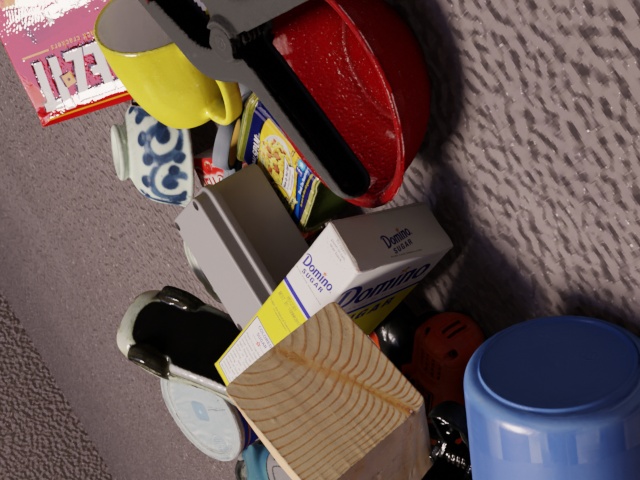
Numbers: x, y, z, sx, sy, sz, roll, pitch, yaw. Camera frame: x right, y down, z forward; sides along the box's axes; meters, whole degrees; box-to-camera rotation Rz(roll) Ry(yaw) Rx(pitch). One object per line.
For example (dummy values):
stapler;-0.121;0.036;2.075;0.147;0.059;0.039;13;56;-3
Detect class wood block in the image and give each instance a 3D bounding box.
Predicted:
wood block;0.015;0.134;0.732;0.091;0.090;0.206;47;169;24

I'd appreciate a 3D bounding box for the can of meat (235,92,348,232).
can of meat;-0.014;-0.066;0.799;0.084;0.057;0.102;51;155;16

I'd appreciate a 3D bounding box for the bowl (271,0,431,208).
bowl;0.021;-0.104;0.683;0.162;0.055;0.162;45;153;30

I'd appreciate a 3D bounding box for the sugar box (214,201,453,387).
sugar box;0.006;0.047;0.741;0.176;0.093;0.048;-49;64;43

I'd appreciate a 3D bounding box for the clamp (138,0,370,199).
clamp;-0.045;-0.135;0.651;0.210;0.036;0.164;39;149;28

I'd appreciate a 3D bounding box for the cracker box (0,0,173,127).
cracker box;-0.194;-0.216;0.865;0.164;0.072;0.213;-13;110;24

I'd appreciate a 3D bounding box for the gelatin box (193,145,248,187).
gelatin box;-0.081;-0.049;0.989;0.089;0.030;0.073;10;126;61

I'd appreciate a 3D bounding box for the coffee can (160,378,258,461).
coffee can;-0.062;0.121;0.985;0.103;0.140;0.103;28;135;32

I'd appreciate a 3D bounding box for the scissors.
scissors;-0.077;-0.052;0.884;0.016;0.096;0.202;17;127;3

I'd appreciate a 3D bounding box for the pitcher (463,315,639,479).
pitcher;0.155;0.166;0.661;0.149;0.144;0.243;15;128;41

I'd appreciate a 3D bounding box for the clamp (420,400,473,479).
clamp;0.089;0.155;0.722;0.039;0.120;0.171;34;-168;24

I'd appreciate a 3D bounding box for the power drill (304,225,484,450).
power drill;0.053;0.086;0.847;0.188;0.057;0.184;41;147;32
